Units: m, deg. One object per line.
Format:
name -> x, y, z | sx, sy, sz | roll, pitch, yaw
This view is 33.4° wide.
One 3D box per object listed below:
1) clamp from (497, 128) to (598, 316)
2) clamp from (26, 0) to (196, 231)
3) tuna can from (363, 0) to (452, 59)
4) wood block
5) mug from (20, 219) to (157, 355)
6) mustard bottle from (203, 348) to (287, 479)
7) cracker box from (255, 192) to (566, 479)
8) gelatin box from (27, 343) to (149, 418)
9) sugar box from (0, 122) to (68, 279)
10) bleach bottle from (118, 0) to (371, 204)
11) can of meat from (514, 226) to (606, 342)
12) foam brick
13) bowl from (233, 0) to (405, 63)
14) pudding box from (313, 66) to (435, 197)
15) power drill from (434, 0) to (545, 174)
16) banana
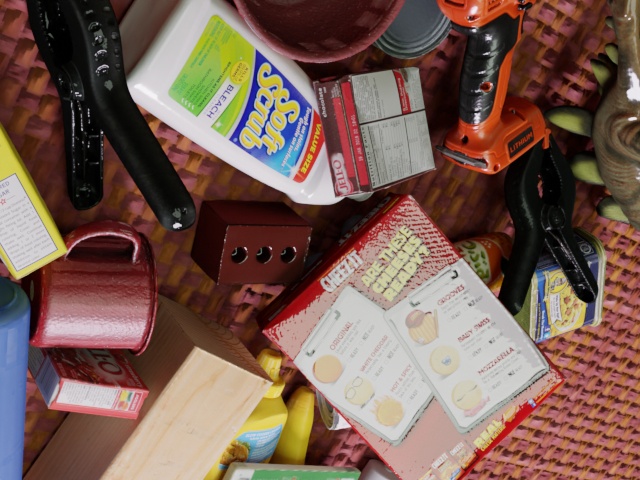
clamp -> 0.195, -0.012, 0.964 | 0.120, 0.039, 0.171 | -17, 95, -41
clamp -> -0.158, -0.104, 0.712 | 0.036, 0.165, 0.210 | -25, 103, -31
tuna can -> 0.066, -0.188, 0.837 | 0.086, 0.034, 0.086 | -14, 122, -24
wood block -> -0.145, 0.161, 0.869 | 0.090, 0.091, 0.206 | 31, 97, -39
mug -> -0.169, 0.030, 0.779 | 0.081, 0.093, 0.117 | 3, 137, -27
mustard bottle -> -0.077, 0.182, 0.937 | 0.096, 0.058, 0.192 | 1, 116, -55
cracker box -> 0.076, 0.091, 0.901 | 0.164, 0.072, 0.213 | -43, 101, -4
gelatin box -> -0.181, 0.097, 0.813 | 0.073, 0.089, 0.030 | 15, 106, -36
sugar box -> -0.228, -0.069, 0.691 | 0.048, 0.093, 0.176 | -28, 127, -15
bleach bottle -> -0.040, -0.100, 0.807 | 0.250, 0.068, 0.102 | 30, 94, -41
can of meat -> 0.227, 0.047, 1.048 | 0.083, 0.057, 0.102 | -17, 122, -20
foam brick -> -0.056, 0.001, 0.858 | 0.078, 0.051, 0.053 | -1, 115, -30
bowl -> -0.010, -0.210, 0.757 | 0.161, 0.055, 0.162 | -11, 111, -31
pudding box -> 0.044, -0.087, 0.828 | 0.113, 0.039, 0.090 | -20, 103, -54
power drill -> 0.156, -0.163, 0.874 | 0.184, 0.057, 0.188 | -33, 134, -37
banana -> -0.024, 0.227, 1.015 | 0.069, 0.037, 0.198 | -38, 134, -36
